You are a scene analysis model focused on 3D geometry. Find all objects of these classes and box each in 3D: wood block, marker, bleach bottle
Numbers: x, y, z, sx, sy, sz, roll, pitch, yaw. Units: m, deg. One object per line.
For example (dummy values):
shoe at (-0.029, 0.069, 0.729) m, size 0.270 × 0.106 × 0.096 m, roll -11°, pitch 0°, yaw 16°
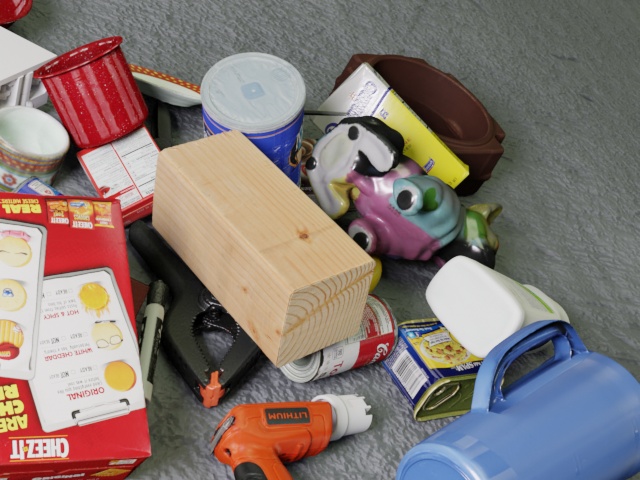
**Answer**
wood block at (-0.056, 0.001, 0.941) m, size 0.090 × 0.090 × 0.206 m, roll -20°, pitch 49°, yaw -33°
marker at (-0.144, 0.083, 0.901) m, size 0.020 × 0.020 × 0.121 m, roll 18°, pitch 49°, yaw -17°
bleach bottle at (0.205, 0.080, 1.104) m, size 0.103 × 0.068 × 0.250 m, roll 48°, pitch 17°, yaw 30°

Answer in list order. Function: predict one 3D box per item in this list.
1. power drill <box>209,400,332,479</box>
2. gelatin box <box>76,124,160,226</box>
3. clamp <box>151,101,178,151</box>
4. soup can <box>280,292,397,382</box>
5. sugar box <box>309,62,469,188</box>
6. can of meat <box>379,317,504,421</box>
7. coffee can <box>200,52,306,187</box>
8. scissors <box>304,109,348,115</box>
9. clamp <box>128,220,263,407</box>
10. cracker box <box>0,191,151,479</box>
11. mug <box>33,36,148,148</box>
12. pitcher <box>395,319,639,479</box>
power drill at (0.003, 0.214, 0.834) m, size 0.184 × 0.057 × 0.188 m, roll 5°, pitch 42°, yaw -33°
gelatin box at (-0.185, -0.063, 1.037) m, size 0.073 × 0.030 × 0.089 m, roll -28°, pitch 62°, yaw -12°
clamp at (-0.168, -0.092, 1.114) m, size 0.171 × 0.039 × 0.120 m, roll 43°, pitch 43°, yaw 21°
soup can at (0.013, 0.089, 0.992) m, size 0.102 × 0.069 × 0.068 m, roll -10°, pitch 51°, yaw -43°
sugar box at (0.080, -0.112, 1.237) m, size 0.176 × 0.093 × 0.048 m, roll 44°, pitch 13°, yaw -5°
can of meat at (0.113, 0.122, 1.037) m, size 0.101 × 0.058 × 0.084 m, roll -1°, pitch 43°, yaw -39°
coffee can at (-0.068, -0.106, 1.087) m, size 0.103 × 0.140 × 0.103 m, roll 2°, pitch 54°, yaw -2°
scissors at (-0.030, -0.144, 1.214) m, size 0.202 × 0.016 × 0.096 m, roll 9°, pitch 2°, yaw 33°
clamp at (-0.106, 0.057, 0.964) m, size 0.164 × 0.036 × 0.210 m, roll 9°, pitch 43°, yaw -3°
cracker box at (-0.223, 0.070, 0.783) m, size 0.163 × 0.072 × 0.214 m, roll 3°, pitch 61°, yaw -27°
mug at (-0.225, -0.144, 1.046) m, size 0.093 × 0.081 × 0.117 m, roll -33°, pitch 26°, yaw -25°
pitcher at (0.177, 0.181, 0.941) m, size 0.242 × 0.145 × 0.149 m, roll -16°, pitch 51°, yaw -44°
